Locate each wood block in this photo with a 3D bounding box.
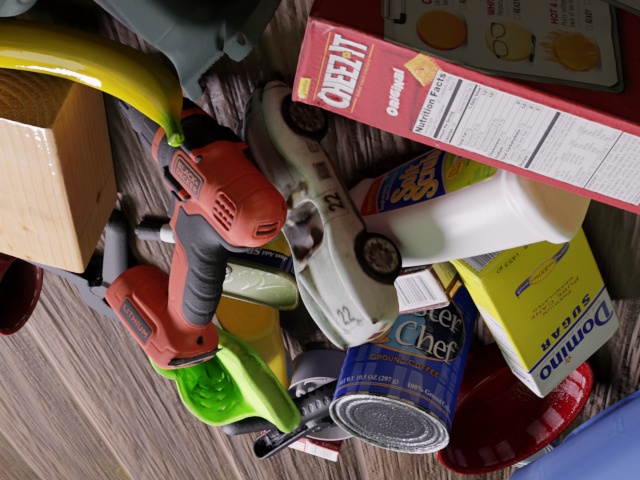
[{"bbox_3d":[-0.228,-0.071,0.862,0.090,0.090,0.206,15,148,5],"label":"wood block"}]

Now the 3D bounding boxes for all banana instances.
[{"bbox_3d":[-0.175,-0.123,0.744,0.198,0.069,0.037,19,121,4],"label":"banana"}]

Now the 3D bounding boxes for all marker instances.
[{"bbox_3d":[-0.114,-0.004,0.973,0.121,0.020,0.020,6,146,20],"label":"marker"}]

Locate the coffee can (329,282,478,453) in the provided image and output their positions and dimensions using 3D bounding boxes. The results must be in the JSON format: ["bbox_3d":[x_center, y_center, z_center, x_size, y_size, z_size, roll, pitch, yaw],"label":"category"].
[{"bbox_3d":[0.075,0.096,0.914,0.103,0.140,0.103,13,148,8],"label":"coffee can"}]

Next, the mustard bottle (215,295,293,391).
[{"bbox_3d":[-0.061,0.101,1.039,0.058,0.096,0.191,-20,147,-6],"label":"mustard bottle"}]

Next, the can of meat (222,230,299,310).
[{"bbox_3d":[-0.056,0.001,0.890,0.102,0.084,0.057,14,148,8],"label":"can of meat"}]

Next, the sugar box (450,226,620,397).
[{"bbox_3d":[0.169,0.040,0.824,0.048,0.093,0.176,44,172,47],"label":"sugar box"}]

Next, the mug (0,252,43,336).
[{"bbox_3d":[-0.349,0.045,1.090,0.081,0.117,0.093,16,105,14],"label":"mug"}]

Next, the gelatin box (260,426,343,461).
[{"bbox_3d":[-0.013,0.193,1.174,0.089,0.073,0.030,16,147,6],"label":"gelatin box"}]

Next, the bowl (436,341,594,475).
[{"bbox_3d":[0.166,0.141,0.975,0.162,0.055,0.162,-16,136,-16],"label":"bowl"}]

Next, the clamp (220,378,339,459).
[{"bbox_3d":[-0.013,0.167,1.045,0.171,0.039,0.120,-26,157,12],"label":"clamp"}]

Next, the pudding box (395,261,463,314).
[{"bbox_3d":[0.067,0.020,0.846,0.114,0.089,0.039,-12,117,40],"label":"pudding box"}]

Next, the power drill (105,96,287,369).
[{"bbox_3d":[-0.111,-0.011,0.804,0.185,0.057,0.188,47,133,33],"label":"power drill"}]

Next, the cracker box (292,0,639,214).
[{"bbox_3d":[0.110,-0.114,0.551,0.213,0.164,0.072,18,146,0],"label":"cracker box"}]

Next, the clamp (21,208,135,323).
[{"bbox_3d":[-0.226,0.035,1.072,0.165,0.036,0.210,1,147,22],"label":"clamp"}]

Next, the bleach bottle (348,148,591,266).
[{"bbox_3d":[0.076,-0.020,0.771,0.068,0.102,0.251,45,141,-22],"label":"bleach bottle"}]
